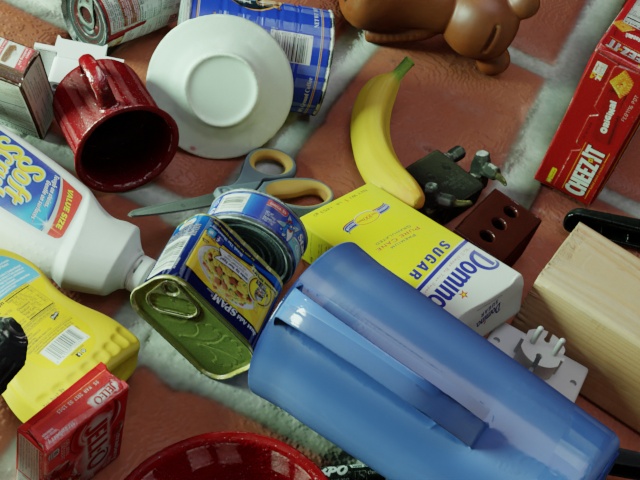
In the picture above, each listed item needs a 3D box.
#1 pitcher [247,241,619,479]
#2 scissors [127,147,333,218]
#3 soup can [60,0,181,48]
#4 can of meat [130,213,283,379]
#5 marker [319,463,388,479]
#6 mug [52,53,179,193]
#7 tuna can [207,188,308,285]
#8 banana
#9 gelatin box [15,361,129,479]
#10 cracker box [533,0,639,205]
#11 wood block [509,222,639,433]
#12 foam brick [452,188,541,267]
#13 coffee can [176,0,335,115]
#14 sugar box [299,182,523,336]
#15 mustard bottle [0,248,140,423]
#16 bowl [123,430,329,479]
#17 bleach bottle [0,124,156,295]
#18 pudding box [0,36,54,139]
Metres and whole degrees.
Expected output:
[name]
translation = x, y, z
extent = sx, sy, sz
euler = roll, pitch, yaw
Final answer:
[pitcher]
translation = 0.076, 0.113, 0.736
extent = 0.243, 0.145, 0.149
euler = 33, 38, 21
[scissors]
translation = -0.082, -0.050, 0.926
extent = 0.201, 0.016, 0.096
euler = 1, 41, -30
[soup can]
translation = -0.191, -0.231, 1.042
extent = 0.068, 0.069, 0.102
euler = 41, 50, 20
[can of meat]
translation = -0.083, 0.040, 0.815
extent = 0.102, 0.058, 0.083
euler = 46, 40, -20
[marker]
translation = 0.002, 0.172, 0.768
extent = 0.121, 0.020, 0.020
euler = 0, 49, -18
[mug]
translation = -0.181, -0.109, 0.905
extent = 0.093, 0.117, 0.081
euler = -28, 54, -10
[tuna can]
translation = -0.056, 0.001, 0.860
extent = 0.086, 0.086, 0.033
euler = 22, 48, 3
[banana]
translation = 0.059, -0.095, 1.000
extent = 0.037, 0.070, 0.198
euler = 31, 41, -33
[gelatin box]
translation = -0.163, 0.133, 0.704
extent = 0.030, 0.089, 0.073
euler = 37, 49, 17
[cracker box]
translation = 0.305, -0.159, 1.063
extent = 0.072, 0.164, 0.213
euler = 29, 47, 12
[wood block]
translation = 0.267, 0.090, 0.875
extent = 0.206, 0.091, 0.090
euler = 34, 49, 14
[foam brick]
translation = 0.150, 0.002, 0.946
extent = 0.053, 0.051, 0.078
euler = 36, 48, 15
[coffee can]
translation = -0.066, -0.179, 1.009
extent = 0.140, 0.103, 0.103
euler = 7, 47, -11
[sugar box]
translation = 0.070, 0.020, 0.879
extent = 0.093, 0.048, 0.176
euler = -29, 44, -34
[mustard bottle]
translation = -0.232, 0.056, 0.774
extent = 0.192, 0.058, 0.096
euler = 34, 49, 14
[bowl]
translation = -0.061, 0.204, 0.678
extent = 0.162, 0.055, 0.162
euler = -3, 49, 3
[bleach bottle]
translation = -0.234, -0.032, 0.853
extent = 0.251, 0.068, 0.102
euler = 29, 45, 6
[pudding box]
translation = -0.275, -0.135, 0.898
extent = 0.090, 0.113, 0.039
euler = 20, 73, 1
